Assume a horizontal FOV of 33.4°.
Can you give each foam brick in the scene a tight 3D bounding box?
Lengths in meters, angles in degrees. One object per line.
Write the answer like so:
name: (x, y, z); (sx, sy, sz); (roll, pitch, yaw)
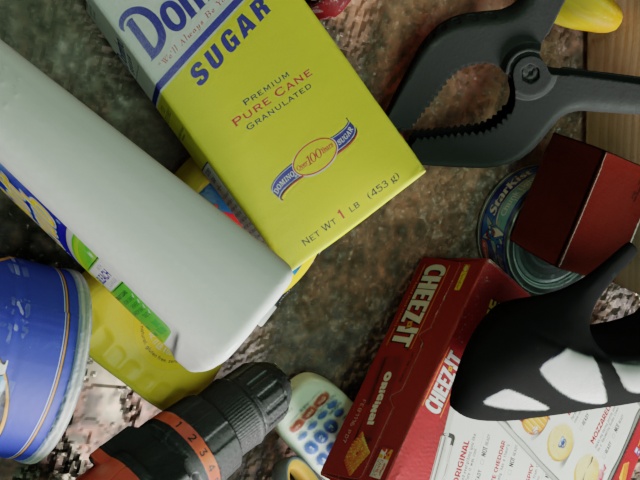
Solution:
foam brick: (0.167, -0.020, 0.678); (0.052, 0.051, 0.078); (17, 99, -32)

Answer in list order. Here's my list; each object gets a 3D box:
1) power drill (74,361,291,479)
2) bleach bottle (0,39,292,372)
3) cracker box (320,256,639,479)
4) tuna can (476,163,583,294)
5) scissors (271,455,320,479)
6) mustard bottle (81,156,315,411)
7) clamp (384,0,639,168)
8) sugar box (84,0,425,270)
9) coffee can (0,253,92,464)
power drill: (-0.086, 0.173, 0.611); (0.184, 0.057, 0.188); (-33, 140, -34)
bleach bottle: (-0.130, -0.041, 0.514); (0.251, 0.103, 0.068); (41, 75, -6)
cracker box: (0.120, 0.133, 0.716); (0.213, 0.072, 0.164); (38, 69, -31)
tuna can: (0.151, -0.007, 0.726); (0.086, 0.034, 0.086); (-9, 111, -25)
scissors: (0.014, 0.188, 0.704); (0.016, 0.096, 0.201); (-23, 163, 15)
mustard bottle: (-0.054, 0.001, 0.607); (0.191, 0.058, 0.096); (-49, 119, -6)
clamp: (0.132, -0.097, 0.634); (0.210, 0.036, 0.164); (-35, 103, 13)
sugar box: (-0.035, -0.079, 0.556); (0.093, 0.048, 0.176); (-37, 95, -12)
coffee can: (-0.197, 0.048, 0.521); (0.140, 0.103, 0.103); (17, 98, -31)
